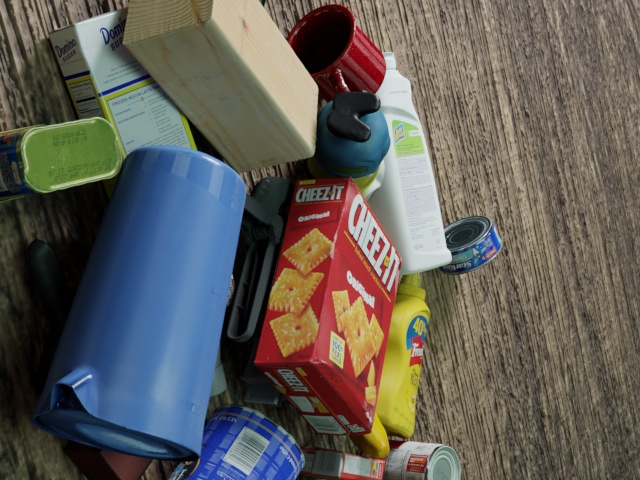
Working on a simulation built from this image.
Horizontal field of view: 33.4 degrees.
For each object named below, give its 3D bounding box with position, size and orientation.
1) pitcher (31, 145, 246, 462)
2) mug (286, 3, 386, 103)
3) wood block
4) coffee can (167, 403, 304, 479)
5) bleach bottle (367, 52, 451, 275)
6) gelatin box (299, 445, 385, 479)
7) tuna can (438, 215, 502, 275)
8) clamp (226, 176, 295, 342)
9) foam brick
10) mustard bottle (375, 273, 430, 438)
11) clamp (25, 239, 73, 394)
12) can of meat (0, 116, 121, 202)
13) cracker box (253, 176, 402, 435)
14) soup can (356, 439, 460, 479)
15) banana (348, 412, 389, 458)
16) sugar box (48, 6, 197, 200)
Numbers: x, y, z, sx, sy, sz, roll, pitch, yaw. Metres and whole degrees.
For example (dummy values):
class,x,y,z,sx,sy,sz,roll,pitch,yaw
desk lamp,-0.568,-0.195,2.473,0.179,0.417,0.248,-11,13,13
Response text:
class,x,y,z,sx,sy,sz,roll,pitch,yaw
pitcher,-0.133,0.055,0.873,0.145,0.149,0.242,18,68,-16
mug,0.022,-0.186,1.152,0.081,0.093,0.117,37,26,-47
wood block,-0.085,-0.161,0.988,0.206,0.090,0.091,50,35,-51
coffee can,-0.092,0.237,0.986,0.140,0.103,0.102,-55,126,-36
bleach bottle,0.090,-0.090,1.232,0.102,0.068,0.251,-12,96,-52
gelatin box,0.010,0.234,1.116,0.073,0.089,0.030,24,70,-46
tuna can,0.182,0.005,1.336,0.086,0.086,0.033,-48,120,-40
clamp,-0.057,0.001,1.060,0.209,0.036,0.164,-24,107,-64
foam brick,-0.174,0.172,0.933,0.051,0.053,0.078,58,47,-29
mustard bottle,0.091,0.128,1.238,0.096,0.058,0.191,47,50,-61
clamp,-0.198,0.082,0.924,0.120,0.039,0.171,-4,95,-45
can of meat,-0.226,-0.066,0.867,0.101,0.084,0.057,-20,103,-48
cracker box,0.016,0.068,1.081,0.164,0.072,0.213,56,39,-48
soup can,0.098,0.261,1.206,0.068,0.102,0.068,5,83,-49
banana,0.044,0.160,1.155,0.037,0.070,0.198,18,44,-20
sugar box,-0.172,-0.117,0.965,0.093,0.048,0.176,-33,108,-47
